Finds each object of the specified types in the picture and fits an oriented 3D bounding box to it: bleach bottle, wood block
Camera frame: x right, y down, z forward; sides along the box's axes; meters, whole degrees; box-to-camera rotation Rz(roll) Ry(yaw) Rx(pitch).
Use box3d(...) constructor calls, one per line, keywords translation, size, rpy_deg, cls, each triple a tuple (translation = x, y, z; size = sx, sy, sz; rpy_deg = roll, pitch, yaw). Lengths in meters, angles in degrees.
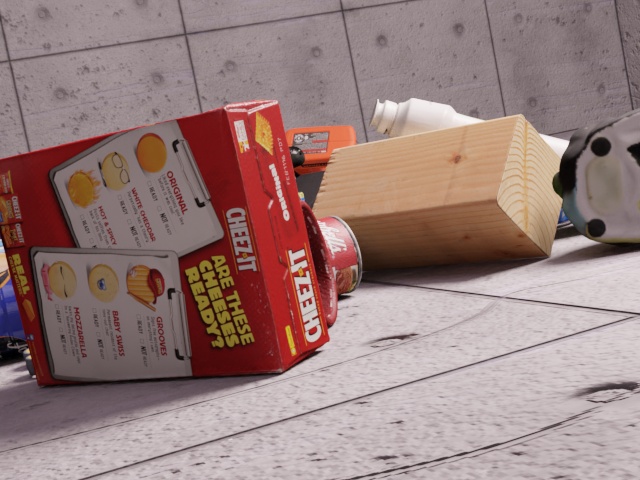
box3d(translation=(0.168, -0.083, 1.016), size=(0.250, 0.068, 0.102), rpy_deg=(17, 2, -3), cls="bleach bottle")
box3d(translation=(0.101, -0.037, 0.949), size=(0.207, 0.090, 0.090), rpy_deg=(-6, -34, 43), cls="wood block")

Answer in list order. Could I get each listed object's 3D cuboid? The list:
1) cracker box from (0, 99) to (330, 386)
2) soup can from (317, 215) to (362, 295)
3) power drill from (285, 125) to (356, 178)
box3d(translation=(-0.112, 0.007, 0.710), size=(0.214, 0.164, 0.072), rpy_deg=(-8, 8, 31), cls="cracker box")
box3d(translation=(-0.027, 0.023, 0.876), size=(0.102, 0.068, 0.069), rpy_deg=(-15, 6, -30), cls="soup can")
box3d(translation=(0.031, -0.082, 1.471), size=(0.184, 0.057, 0.187), rpy_deg=(-3, -32, 14), cls="power drill")
